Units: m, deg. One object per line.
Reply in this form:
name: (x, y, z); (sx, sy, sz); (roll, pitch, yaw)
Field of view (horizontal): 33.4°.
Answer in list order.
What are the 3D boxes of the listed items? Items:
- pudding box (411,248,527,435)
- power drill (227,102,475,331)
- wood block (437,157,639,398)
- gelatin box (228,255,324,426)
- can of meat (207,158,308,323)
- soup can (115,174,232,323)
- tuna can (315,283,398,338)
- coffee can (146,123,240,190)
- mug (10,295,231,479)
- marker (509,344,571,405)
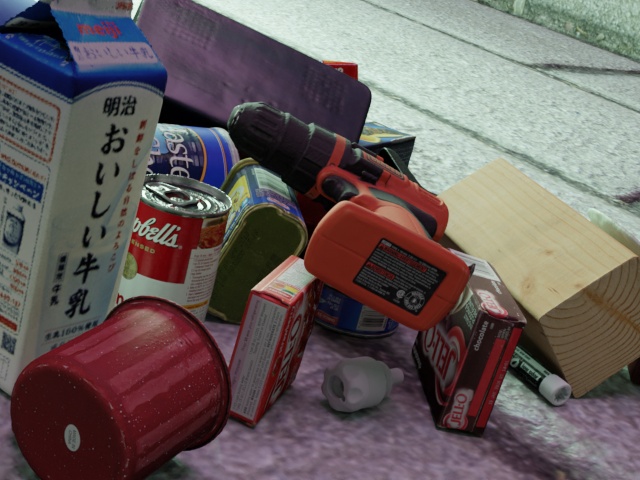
pudding box: (0.101, 0.069, 0.749); (0.039, 0.090, 0.113); (15, 19, -8)
power drill: (0.021, -0.024, 0.732); (0.184, 0.057, 0.187); (26, 19, -15)
wood block: (0.176, 0.022, 0.877); (0.090, 0.090, 0.206); (-32, 32, -5)
gelatin box: (-0.029, 0.063, 0.674); (0.030, 0.089, 0.073); (21, 21, 12)
can of meat: (-0.055, 0.001, 0.798); (0.057, 0.102, 0.084); (27, 18, -20)
soup can: (-0.104, 0.014, 0.728); (0.068, 0.102, 0.068); (13, 21, -5)
tuna can: (0.025, 0.042, 0.845); (0.086, 0.034, 0.086); (13, 20, -5)
coffee can: (-0.147, -0.045, 0.851); (0.140, 0.103, 0.103); (3, 24, -30)
mug: (-0.117, 0.087, 0.569); (0.117, 0.093, 0.081); (-9, 11, 32)
marker: (0.149, 0.089, 0.833); (0.020, 0.020, 0.121); (2, 24, -32)
